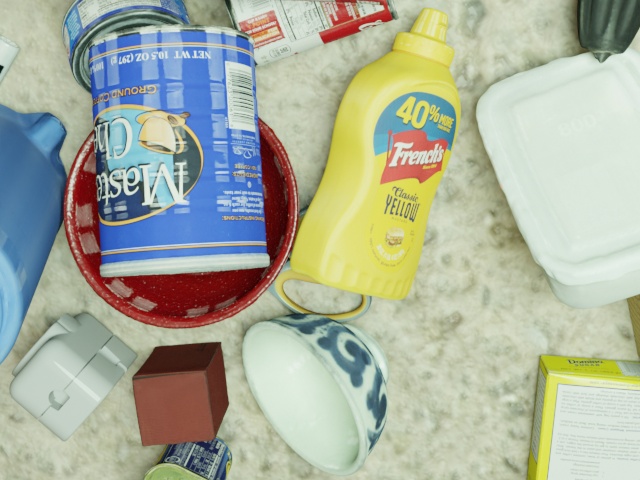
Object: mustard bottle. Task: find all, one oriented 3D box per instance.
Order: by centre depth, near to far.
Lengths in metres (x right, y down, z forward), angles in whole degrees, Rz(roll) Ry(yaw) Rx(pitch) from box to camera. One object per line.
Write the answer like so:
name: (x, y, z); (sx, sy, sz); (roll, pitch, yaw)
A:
mustard bottle: (0.047, -0.060, 0.707); (0.096, 0.058, 0.191); (14, 95, -44)

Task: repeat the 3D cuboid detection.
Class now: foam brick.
foam brick: (-0.097, 0.108, 0.757); (0.053, 0.078, 0.051); (-5, 99, 5)

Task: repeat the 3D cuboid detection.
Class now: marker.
marker: (-0.250, -0.090, 0.759); (0.020, 0.020, 0.121); (33, 101, -3)

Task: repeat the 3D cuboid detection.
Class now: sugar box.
sugar box: (0.196, 0.174, 0.767); (0.093, 0.048, 0.176); (5, 105, 3)

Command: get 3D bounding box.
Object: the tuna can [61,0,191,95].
tuna can: (-0.126, -0.131, 0.707); (0.086, 0.086, 0.034); (-26, 58, 8)

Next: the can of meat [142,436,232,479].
can of meat: (-0.106, 0.194, 0.772); (0.057, 0.084, 0.102); (26, 102, -2)

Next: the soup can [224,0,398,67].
soup can: (-0.007, -0.161, 0.702); (0.102, 0.068, 0.068); (-18, 99, 8)

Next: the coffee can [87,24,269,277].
coffee can: (-0.087, -0.051, 0.652); (0.103, 0.103, 0.140); (-4, 88, 5)

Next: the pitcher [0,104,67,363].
pitcher: (-0.236, 0.006, 0.655); (0.145, 0.243, 0.149); (5, 107, -12)

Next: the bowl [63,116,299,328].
bowl: (-0.090, -0.021, 0.733); (0.162, 0.055, 0.162); (0, 88, 8)

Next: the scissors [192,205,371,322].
scissors: (-0.055, 0.001, 0.765); (0.201, 0.016, 0.096); (18, 100, 0)
